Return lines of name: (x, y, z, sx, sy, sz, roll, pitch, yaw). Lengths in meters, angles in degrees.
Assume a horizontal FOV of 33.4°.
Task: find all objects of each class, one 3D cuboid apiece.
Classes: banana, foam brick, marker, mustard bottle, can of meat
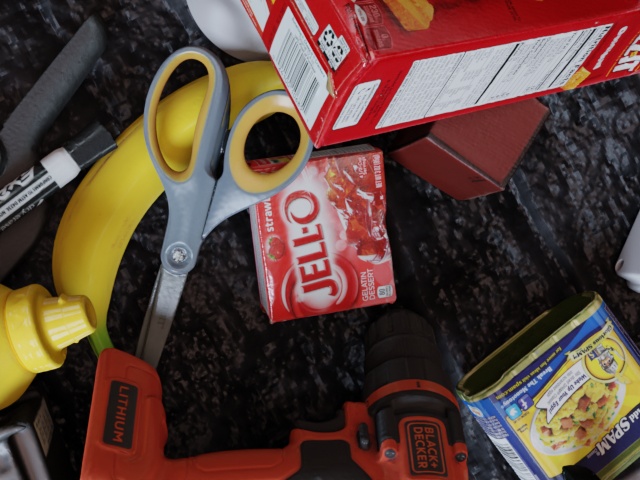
banana: (-0.087, -0.032, 0.579, 0.069, 0.037, 0.198, 38, 86, -35)
foam brick: (0.080, -0.059, 0.586, 0.053, 0.078, 0.051, 33, 82, -9)
marker: (-0.152, -0.022, 0.540, 0.121, 0.020, 0.020, -39, 96, -11)
mustard bottle: (-0.198, 0.060, 0.504, 0.191, 0.096, 0.058, -16, 115, 5)
can of meat: (0.140, 0.090, 0.607, 0.102, 0.057, 0.084, -37, 94, -8)

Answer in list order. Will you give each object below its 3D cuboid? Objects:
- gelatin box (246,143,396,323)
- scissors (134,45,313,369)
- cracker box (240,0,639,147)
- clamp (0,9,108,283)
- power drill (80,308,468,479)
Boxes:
gelatin box: (0.000, -0.004, 0.586, 0.073, 0.030, 0.089, -9, 104, -11)
scissors: (-0.054, 0.001, 0.557, 0.096, 0.016, 0.202, 3, 105, -1)
cracker box: (0.062, -0.149, 0.528, 0.213, 0.072, 0.164, -16, 68, -28)
clamp: (-0.169, -0.049, 0.561, 0.120, 0.039, 0.171, -3, 97, -6)
power drill: (-0.020, 0.096, 0.534, 0.187, 0.184, 0.057, 2, 126, -4)
